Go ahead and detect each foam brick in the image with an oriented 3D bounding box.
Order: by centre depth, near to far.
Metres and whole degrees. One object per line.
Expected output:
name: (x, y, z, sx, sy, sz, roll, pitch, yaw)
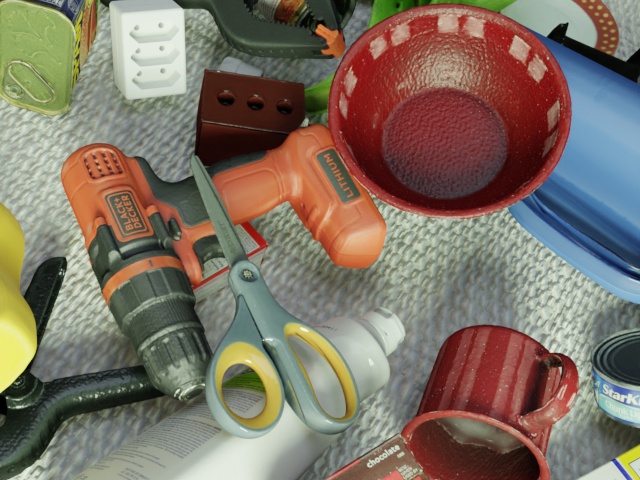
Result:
foam brick: (-0.052, -0.086, 0.792, 0.078, 0.051, 0.053, 7, 54, -11)

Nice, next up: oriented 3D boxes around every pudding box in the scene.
pudding box: (0.002, 0.158, 0.591, 0.089, 0.114, 0.039, -25, 70, -29)

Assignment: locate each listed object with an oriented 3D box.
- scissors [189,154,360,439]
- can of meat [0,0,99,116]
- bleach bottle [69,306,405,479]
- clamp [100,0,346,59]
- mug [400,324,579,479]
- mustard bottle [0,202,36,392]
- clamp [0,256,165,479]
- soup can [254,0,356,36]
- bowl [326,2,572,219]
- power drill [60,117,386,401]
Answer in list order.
scissors: (-0.055, 0.034, 0.617, 0.096, 0.016, 0.202, -23, 65, -38)
can of meat: (-0.196, -0.157, 0.775, 0.057, 0.102, 0.084, 14, 50, -5)
bleach bottle: (-0.037, 0.113, 0.626, 0.250, 0.103, 0.068, -33, 111, -33)
clamp: (-0.057, -0.214, 0.831, 0.210, 0.036, 0.164, 32, 87, 21)
mug: (0.112, 0.103, 0.664, 0.093, 0.117, 0.081, 40, 46, -14)
mustard bottle: (-0.225, 0.021, 0.643, 0.096, 0.058, 0.192, -30, 38, 3)
clamp: (-0.170, 0.094, 0.639, 0.120, 0.039, 0.171, 29, 57, 16)
soup can: (-0.028, -0.211, 0.878, 0.068, 0.069, 0.102, -30, 68, -31)
bowl: (0.086, -0.079, 0.728, 0.162, 0.055, 0.162, -1, 68, 3)
power drill: (-0.054, 0.001, 0.687, 0.187, 0.057, 0.184, -14, 62, -27)
